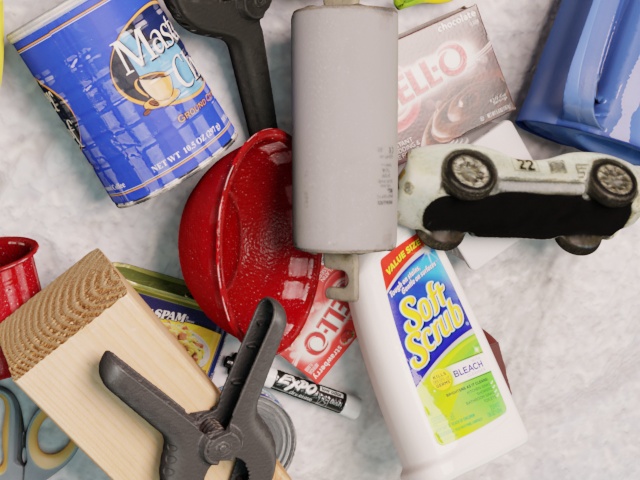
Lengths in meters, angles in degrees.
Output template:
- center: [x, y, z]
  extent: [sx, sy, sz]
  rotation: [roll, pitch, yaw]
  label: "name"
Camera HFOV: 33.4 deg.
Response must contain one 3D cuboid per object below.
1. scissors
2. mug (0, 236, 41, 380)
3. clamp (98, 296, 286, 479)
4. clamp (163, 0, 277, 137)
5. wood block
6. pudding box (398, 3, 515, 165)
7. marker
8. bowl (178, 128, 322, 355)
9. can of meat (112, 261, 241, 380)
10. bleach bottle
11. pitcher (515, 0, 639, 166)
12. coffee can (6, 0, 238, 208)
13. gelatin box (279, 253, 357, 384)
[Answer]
- center: [-0.224, 0.206, 0.832]
  extent: [0.096, 0.016, 0.202]
  rotation: [-10, 103, -13]
  label: "scissors"
- center: [-0.250, 0.051, 0.763]
  extent: [0.117, 0.093, 0.081]
  rotation: [-5, 108, 12]
  label: "mug"
- center: [-0.061, 0.117, 0.689]
  extent: [0.120, 0.039, 0.171]
  rotation: [-22, 123, -10]
  label: "clamp"
- center: [-0.043, -0.180, 0.759]
  extent: [0.164, 0.036, 0.209]
  rotation: [-50, 134, -5]
  label: "clamp"
- center: [-0.118, 0.117, 0.738]
  extent: [0.090, 0.090, 0.206]
  rotation: [-40, 120, -7]
  label: "wood block"
- center: [0.084, -0.122, 0.835]
  extent: [0.113, 0.039, 0.090]
  rotation: [-26, 106, -8]
  label: "pudding box"
- center: [-0.022, 0.117, 0.865]
  extent: [0.121, 0.020, 0.020]
  rotation: [22, 94, -17]
  label: "marker"
- center: [-0.055, 0.001, 0.765]
  extent: [0.055, 0.161, 0.162]
  rotation: [2, 103, 25]
  label: "bowl"
- center: [-0.122, 0.073, 0.811]
  extent: [0.102, 0.057, 0.084]
  rotation: [17, 97, -17]
  label: "can of meat"
- center: [0.063, 0.055, 0.815]
  extent: [0.102, 0.068, 0.251]
  rotation: [-20, 81, -24]
  label: "bleach bottle"
- center: [0.245, -0.182, 0.814]
  extent: [0.144, 0.149, 0.243]
  rotation: [16, 93, -17]
  label: "pitcher"
- center: [-0.137, -0.108, 0.747]
  extent: [0.102, 0.103, 0.140]
  rotation: [-32, 107, -7]
  label: "coffee can"
- center: [-0.003, 0.057, 0.852]
  extent: [0.073, 0.030, 0.089]
  rotation: [41, 89, -18]
  label: "gelatin box"
